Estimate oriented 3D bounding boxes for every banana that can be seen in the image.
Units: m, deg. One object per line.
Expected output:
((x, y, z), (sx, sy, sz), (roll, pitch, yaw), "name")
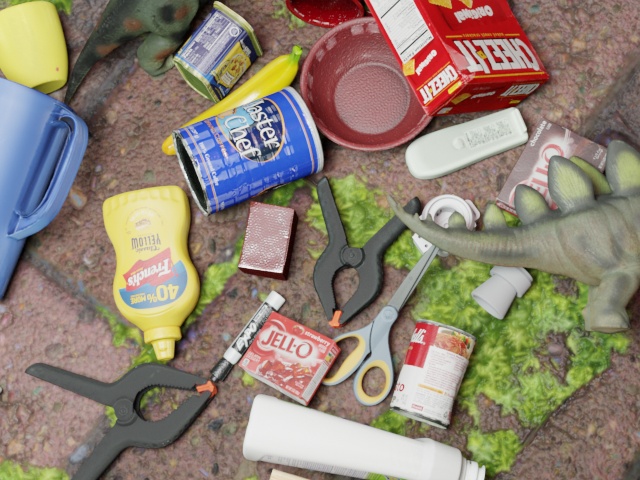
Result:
((-0.096, -0.159, 1.232), (0.198, 0.069, 0.037), (-37, 70, 8), "banana")

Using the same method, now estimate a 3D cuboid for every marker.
((-0.083, 0.109, 1.195), (0.020, 0.020, 0.121), (36, 83, 11), "marker")

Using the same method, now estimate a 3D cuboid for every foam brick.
((-0.058, 0.001, 1.201), (0.053, 0.051, 0.078), (10, 79, 5), "foam brick")

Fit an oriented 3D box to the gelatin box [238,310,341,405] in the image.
((-0.034, 0.127, 1.164), (0.089, 0.030, 0.073), (24, 73, 30), "gelatin box")

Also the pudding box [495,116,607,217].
((0.261, -0.069, 1.198), (0.090, 0.039, 0.113), (28, 81, 10), "pudding box")

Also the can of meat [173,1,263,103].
((-0.118, -0.213, 1.229), (0.057, 0.102, 0.084), (37, 85, 12), "can of meat")

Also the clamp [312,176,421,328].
((0.047, 0.015, 1.195), (0.120, 0.039, 0.171), (4, 83, 15), "clamp")

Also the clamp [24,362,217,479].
((-0.216, 0.201, 1.176), (0.210, 0.036, 0.164), (-10, 76, 2), "clamp")

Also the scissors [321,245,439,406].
((0.082, 0.100, 1.166), (0.202, 0.016, 0.096), (-41, 85, 8), "scissors")

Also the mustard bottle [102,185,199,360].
((-0.186, 0.039, 1.199), (0.096, 0.058, 0.191), (-10, 77, 3), "mustard bottle")

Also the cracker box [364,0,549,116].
((0.142, -0.249, 1.188), (0.163, 0.072, 0.214), (-12, 70, -44), "cracker box")

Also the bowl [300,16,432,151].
((0.059, -0.173, 1.229), (0.162, 0.055, 0.162), (-1, 77, 4), "bowl")

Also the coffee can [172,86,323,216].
((-0.081, -0.099, 1.186), (0.140, 0.103, 0.103), (-23, 76, -13), "coffee can")

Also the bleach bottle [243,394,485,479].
((0.046, 0.224, 1.129), (0.251, 0.102, 0.068), (13, 74, 1), "bleach bottle")

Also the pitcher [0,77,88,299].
((-0.365, -0.056, 1.198), (0.144, 0.149, 0.243), (20, 82, -20), "pitcher")

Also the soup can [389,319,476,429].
((0.121, 0.144, 1.147), (0.068, 0.068, 0.102), (18, 80, 8), "soup can")

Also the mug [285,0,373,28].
((0.022, -0.303, 1.251), (0.117, 0.093, 0.081), (18, 72, -24), "mug")
